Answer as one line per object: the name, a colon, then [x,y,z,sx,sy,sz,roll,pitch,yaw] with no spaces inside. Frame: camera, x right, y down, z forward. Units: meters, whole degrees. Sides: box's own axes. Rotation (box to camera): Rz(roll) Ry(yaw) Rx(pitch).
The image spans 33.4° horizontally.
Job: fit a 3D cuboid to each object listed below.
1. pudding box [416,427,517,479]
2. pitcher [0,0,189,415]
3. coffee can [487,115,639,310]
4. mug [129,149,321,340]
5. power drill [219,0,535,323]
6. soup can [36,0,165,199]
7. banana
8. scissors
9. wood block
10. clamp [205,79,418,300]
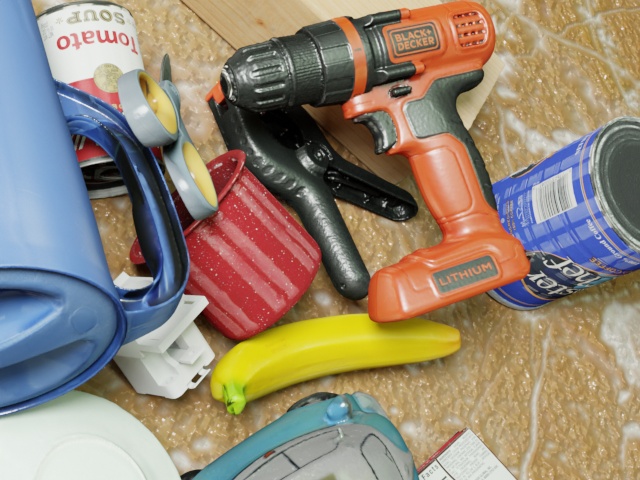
pudding box: [0.100,0.191,0.690,0.089,0.039,0.113,-33,72,-35]
pitcher: [-0.174,-0.042,0.535,0.149,0.145,0.243,41,25,-55]
coffee can: [0.184,-0.016,0.769,0.102,0.141,0.103,11,67,-28]
mug: [-0.054,0.001,0.656,0.081,0.093,0.117,46,16,-20]
power drill: [0.043,-0.048,0.655,0.184,0.057,0.187,-16,92,-21]
soup can: [-0.136,-0.083,0.641,0.068,0.069,0.102,-4,74,-33]
banana: [0.002,0.075,0.673,0.197,0.070,0.037,-12,121,-40]
scissors: [-0.082,-0.065,0.623,0.016,0.201,0.096,-27,99,5]
wood block: [0.015,-0.146,0.744,0.206,0.090,0.090,40,57,-13]
clamp: [-0.003,-0.049,0.727,0.171,0.039,0.120,52,32,-1]
